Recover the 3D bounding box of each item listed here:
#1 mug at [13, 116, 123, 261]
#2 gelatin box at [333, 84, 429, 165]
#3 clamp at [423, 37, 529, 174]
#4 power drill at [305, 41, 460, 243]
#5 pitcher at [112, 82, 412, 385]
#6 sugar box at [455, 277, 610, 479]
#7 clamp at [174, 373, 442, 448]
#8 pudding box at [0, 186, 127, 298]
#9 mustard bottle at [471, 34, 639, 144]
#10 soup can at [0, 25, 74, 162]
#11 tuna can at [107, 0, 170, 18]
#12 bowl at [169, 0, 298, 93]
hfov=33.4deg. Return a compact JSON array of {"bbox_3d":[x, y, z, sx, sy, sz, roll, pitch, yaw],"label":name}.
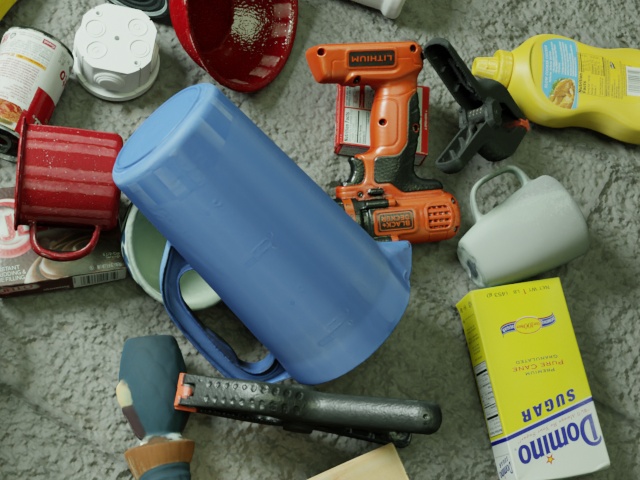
[{"bbox_3d":[-0.205,-0.039,0.868,0.081,0.093,0.117,4,70,-14],"label":"mug"},{"bbox_3d":[0.058,-0.115,1.023,0.089,0.030,0.073,6,71,-9],"label":"gelatin box"},{"bbox_3d":[0.143,-0.124,0.984,0.171,0.039,0.120,-11,97,-58],"label":"clamp"},{"bbox_3d":[0.031,-0.082,0.965,0.184,0.057,0.188,-5,94,-13],"label":"power drill"},{"bbox_3d":[-0.056,0.001,0.857,0.242,0.145,0.149,46,52,-23],"label":"pitcher"},{"bbox_3d":[0.189,0.127,0.954,0.093,0.048,0.176,-9,71,-15],"label":"sugar box"},{"bbox_3d":[-0.009,0.133,0.846,0.210,0.165,0.036,11,74,-8],"label":"clamp"},{"bbox_3d":[-0.228,-0.004,0.918,0.113,0.039,0.090,-7,71,-15],"label":"pudding box"},{"bbox_3d":[0.244,-0.156,1.060,0.191,0.058,0.096,9,67,-9],"label":"mustard bottle"},{"bbox_3d":[-0.266,-0.129,0.941,0.068,0.069,0.102,19,67,-4],"label":"soup can"},{"bbox_3d":[-0.171,-0.245,0.993,0.086,0.086,0.033,21,69,-4],"label":"tuna can"},{"bbox_3d":[-0.089,-0.218,0.989,0.055,0.162,0.162,7,62,35],"label":"bowl"}]
